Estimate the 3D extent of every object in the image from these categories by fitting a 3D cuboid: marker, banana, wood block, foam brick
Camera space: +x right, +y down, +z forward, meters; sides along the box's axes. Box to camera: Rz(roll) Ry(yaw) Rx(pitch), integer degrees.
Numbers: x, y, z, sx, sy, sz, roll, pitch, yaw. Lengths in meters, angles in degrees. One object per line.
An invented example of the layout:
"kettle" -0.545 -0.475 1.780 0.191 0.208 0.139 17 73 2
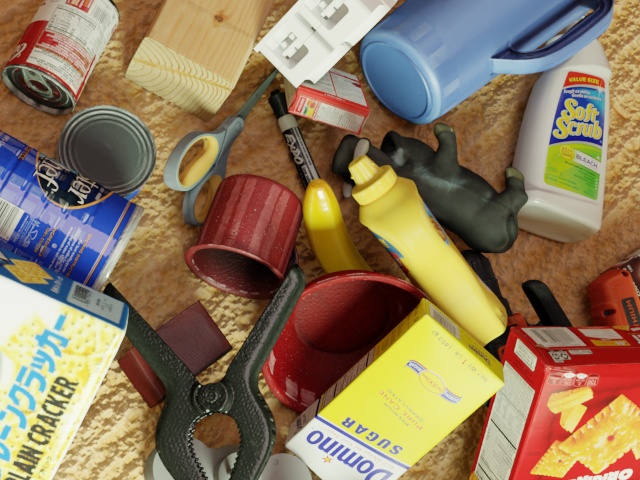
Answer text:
"marker" -0.022 -0.089 1.022 0.020 0.020 0.121 -19 82 -25
"banana" 0.034 0.022 0.969 0.197 0.070 0.037 49 40 -25
"wood block" -0.093 -0.230 0.999 0.090 0.090 0.206 28 66 -13
"foam brick" -0.124 0.097 0.905 0.078 0.053 0.051 -36 89 -28

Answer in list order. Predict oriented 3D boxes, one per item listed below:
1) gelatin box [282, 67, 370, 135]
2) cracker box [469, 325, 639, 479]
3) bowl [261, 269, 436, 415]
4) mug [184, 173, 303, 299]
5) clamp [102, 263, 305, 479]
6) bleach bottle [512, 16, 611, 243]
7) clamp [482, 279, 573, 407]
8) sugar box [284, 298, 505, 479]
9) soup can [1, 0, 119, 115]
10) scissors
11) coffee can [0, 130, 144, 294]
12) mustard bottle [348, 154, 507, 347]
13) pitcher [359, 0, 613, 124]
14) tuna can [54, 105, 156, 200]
"gelatin box" 0.004 -0.140 1.016 0.073 0.030 0.089 17 27 -16
"cracker box" 0.228 0.182 0.941 0.164 0.072 0.214 1 114 -21
"bowl" 0.024 0.082 0.938 0.162 0.162 0.055 13 29 -17
"mug" -0.056 0.001 0.949 0.117 0.093 0.081 42 54 -38
"clamp" -0.096 0.120 0.846 0.164 0.036 0.210 1 77 2
"bleach bottle" 0.253 -0.128 1.119 0.102 0.068 0.250 19 66 -17
"clamp" 0.219 0.120 0.973 0.171 0.039 0.120 31 96 -25
"sugar box" 0.061 0.141 0.908 0.093 0.048 0.176 41 106 -8
"soup can" -0.227 -0.171 0.940 0.068 0.069 0.102 27 66 -12
"scissors" -0.084 -0.085 0.990 0.016 0.096 0.201 12 32 24
"coffee can" -0.230 -0.016 0.871 0.140 0.103 0.102 29 66 -11
"mustard bottle" 0.087 0.005 0.934 0.058 0.096 0.191 -36 105 4
"pitcher" 0.164 -0.218 1.071 0.242 0.149 0.145 -40 102 -23
"tuna can" -0.190 -0.074 0.943 0.086 0.034 0.086 6 72 -20
